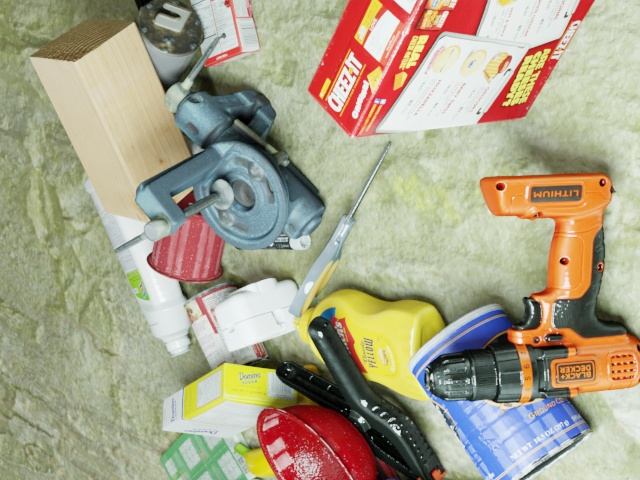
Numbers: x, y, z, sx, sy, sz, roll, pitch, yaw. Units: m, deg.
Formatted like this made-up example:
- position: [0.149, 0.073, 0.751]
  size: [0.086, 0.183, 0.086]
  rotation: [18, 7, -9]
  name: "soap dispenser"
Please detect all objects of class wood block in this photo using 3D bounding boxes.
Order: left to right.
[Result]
- position: [-0.223, -0.133, 1.186]
  size: [0.091, 0.090, 0.206]
  rotation: [12, 135, 41]
  name: "wood block"

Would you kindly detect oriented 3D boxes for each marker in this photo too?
- position: [-0.058, 0.001, 1.206]
  size: [0.121, 0.020, 0.020]
  rotation: [-1, 100, 47]
  name: "marker"

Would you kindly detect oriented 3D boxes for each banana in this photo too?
- position: [-0.043, 0.222, 1.232]
  size: [0.070, 0.037, 0.198]
  rotation: [50, 129, 13]
  name: "banana"

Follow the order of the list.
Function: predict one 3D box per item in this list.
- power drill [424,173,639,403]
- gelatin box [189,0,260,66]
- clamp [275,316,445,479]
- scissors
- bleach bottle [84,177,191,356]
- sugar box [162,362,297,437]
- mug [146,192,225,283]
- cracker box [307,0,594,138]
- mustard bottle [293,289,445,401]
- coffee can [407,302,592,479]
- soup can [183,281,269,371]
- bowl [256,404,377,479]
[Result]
- position: [0.172, 0.039, 0.874]
  size: [0.057, 0.184, 0.188]
  rotation: [-146, 53, -80]
  name: "power drill"
- position: [-0.107, -0.244, 1.184]
  size: [0.073, 0.030, 0.089]
  rotation: [-9, 94, 49]
  name: "gelatin box"
- position: [0.044, 0.168, 1.080]
  size: [0.210, 0.036, 0.165]
  rotation: [40, 153, 12]
  name: "clamp"
- position: [0.025, -0.009, 1.106]
  size: [0.016, 0.096, 0.202]
  rotation: [31, 94, 8]
  name: "scissors"
- position: [-0.222, 0.026, 1.355]
  size: [0.103, 0.068, 0.251]
  rotation: [-19, 92, 67]
  name: "bleach bottle"
- position: [-0.107, 0.186, 1.225]
  size: [0.177, 0.093, 0.048]
  rotation: [-31, 52, 54]
  name: "sugar box"
- position: [-0.154, -0.011, 1.266]
  size: [0.117, 0.093, 0.081]
  rotation: [-108, 29, -66]
  name: "mug"
- position: [0.112, -0.170, 0.834]
  size: [0.072, 0.213, 0.164]
  rotation: [50, 131, 28]
  name: "cracker box"
- position: [0.043, 0.099, 1.096]
  size: [0.192, 0.058, 0.096]
  rotation: [9, 118, 46]
  name: "mustard bottle"
- position: [0.158, 0.142, 0.952]
  size: [0.140, 0.102, 0.103]
  rotation: [56, 134, 20]
  name: "coffee can"
- position: [-0.110, 0.109, 1.255]
  size: [0.069, 0.068, 0.102]
  rotation: [-39, 73, 45]
  name: "soup can"
- position: [0.007, 0.225, 1.095]
  size: [0.162, 0.055, 0.162]
  rotation: [36, 144, 31]
  name: "bowl"
